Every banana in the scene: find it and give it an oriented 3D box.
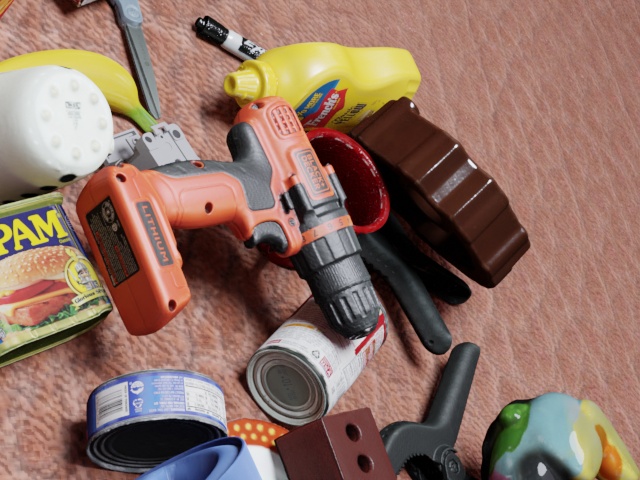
[{"bbox_3d":[-0.195,-0.100,0.747,0.197,0.037,0.069,-18,76,-49],"label":"banana"}]

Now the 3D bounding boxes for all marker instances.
[{"bbox_3d":[-0.059,-0.164,0.942,0.121,0.020,0.020,27,47,-30],"label":"marker"}]

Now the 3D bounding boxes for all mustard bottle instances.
[{"bbox_3d":[-0.006,-0.129,0.908,0.191,0.096,0.058,-5,67,-47],"label":"mustard bottle"}]

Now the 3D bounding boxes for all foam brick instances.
[{"bbox_3d":[0.014,0.159,0.723,0.052,0.051,0.078,-2,64,-46],"label":"foam brick"}]

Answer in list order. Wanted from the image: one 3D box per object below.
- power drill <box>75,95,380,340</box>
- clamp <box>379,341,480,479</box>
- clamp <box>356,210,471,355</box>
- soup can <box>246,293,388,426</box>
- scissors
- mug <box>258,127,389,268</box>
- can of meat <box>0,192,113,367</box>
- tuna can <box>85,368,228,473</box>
[{"bbox_3d":[-0.055,0.001,0.710,0.187,0.057,0.184,-19,80,-44],"label":"power drill"},{"bbox_3d":[0.098,0.187,0.834,0.209,0.036,0.164,-25,87,-48],"label":"clamp"},{"bbox_3d":[0.064,0.020,0.911,0.171,0.039,0.120,41,21,-11],"label":"clamp"},{"bbox_3d":[-0.001,0.081,0.786,0.068,0.069,0.102,51,40,-4],"label":"soup can"},{"bbox_3d":[-0.170,-0.191,0.854,0.096,0.016,0.202,19,50,-33],"label":"scissors"},{"bbox_3d":[-0.009,-0.022,0.840,0.093,0.082,0.117,42,41,-15],"label":"mug"},{"bbox_3d":[-0.186,0.026,0.651,0.101,0.058,0.084,-21,81,-50],"label":"can of meat"},{"bbox_3d":[-0.100,0.111,0.652,0.086,0.086,0.034,17,50,-36],"label":"tuna can"}]
